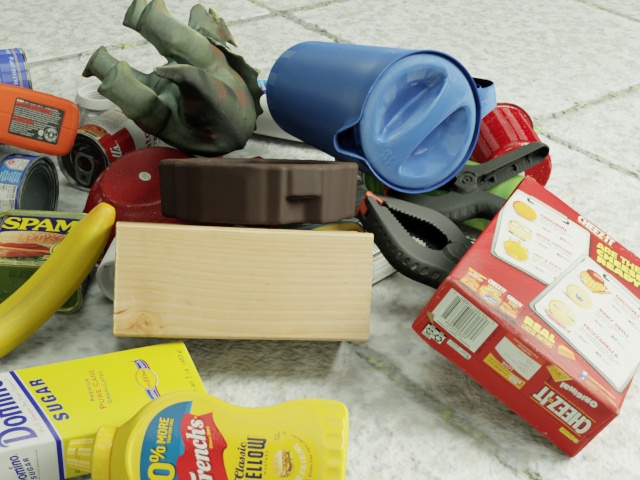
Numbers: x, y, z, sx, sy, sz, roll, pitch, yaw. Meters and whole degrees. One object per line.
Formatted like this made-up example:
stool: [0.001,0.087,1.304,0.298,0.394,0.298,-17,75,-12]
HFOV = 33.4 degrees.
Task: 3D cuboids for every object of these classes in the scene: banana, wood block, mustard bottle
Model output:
banana: [-0.240,0.048,0.876,0.037,0.070,0.197,41,66,14]
wood block: [-0.067,0.033,0.888,0.206,0.091,0.090,2,2,-10]
mustard bottle: [-0.078,0.152,0.731,0.191,0.058,0.096,4,72,1]

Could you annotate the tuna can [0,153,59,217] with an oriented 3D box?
tuna can: [-0.285,-0.041,1.029,0.034,0.086,0.086,8,31,10]

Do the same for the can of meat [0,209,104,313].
can of meat: [-0.254,0.019,0.961,0.102,0.057,0.084,3,33,-1]

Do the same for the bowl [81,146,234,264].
bowl: [-0.163,-0.043,1.039,0.162,0.055,0.162,-5,42,4]

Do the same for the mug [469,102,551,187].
mug: [0.193,-0.088,1.179,0.117,0.093,0.081,-22,37,4]

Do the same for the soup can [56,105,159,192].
soup can: [-0.229,-0.103,1.160,0.069,0.068,0.102,16,32,19]

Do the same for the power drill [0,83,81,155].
power drill: [-0.336,-0.132,1.070,0.184,0.057,0.188,10,5,-34]

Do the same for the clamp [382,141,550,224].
clamp: [0.150,-0.055,1.050,0.171,0.039,0.120,6,44,12]

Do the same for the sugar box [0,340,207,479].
sugar box: [-0.176,0.129,0.793,0.176,0.048,0.093,-7,31,-21]

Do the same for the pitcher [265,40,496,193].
pitcher: [0.050,-0.139,1.078,0.149,0.145,0.243,29,0,-32]

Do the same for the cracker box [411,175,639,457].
cracker box: [0.190,0.055,0.893,0.164,0.072,0.213,38,37,7]

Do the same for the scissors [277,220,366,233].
scissors: [-0.057,0.001,1.006,0.202,0.016,0.096,-9,41,4]

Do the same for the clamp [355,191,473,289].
clamp: [0.128,0.020,0.979,0.210,0.036,0.164,39,37,15]
